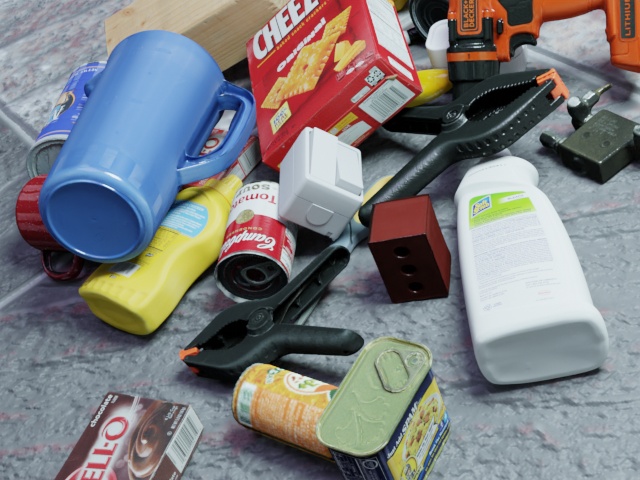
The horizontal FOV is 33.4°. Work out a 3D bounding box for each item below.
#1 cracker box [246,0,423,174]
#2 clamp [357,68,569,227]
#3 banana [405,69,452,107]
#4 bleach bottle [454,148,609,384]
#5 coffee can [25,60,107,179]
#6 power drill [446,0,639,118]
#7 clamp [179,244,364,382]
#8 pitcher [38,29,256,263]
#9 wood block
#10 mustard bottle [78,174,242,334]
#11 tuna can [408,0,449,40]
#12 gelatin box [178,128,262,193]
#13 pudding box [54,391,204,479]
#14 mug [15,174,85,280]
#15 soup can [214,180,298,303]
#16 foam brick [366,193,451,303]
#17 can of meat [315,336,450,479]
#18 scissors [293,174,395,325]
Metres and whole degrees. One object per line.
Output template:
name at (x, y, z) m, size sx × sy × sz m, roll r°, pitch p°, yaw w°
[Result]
cracker box at (0.005, -0.181, 1.100) m, size 0.164 × 0.072 × 0.214 m, roll -39°, pitch 39°, yaw 25°
clamp at (0.126, -0.107, 0.984) m, size 0.210 × 0.036 × 0.164 m, roll -28°, pitch 33°, yaw 24°
banana at (0.061, -0.174, 1.134) m, size 0.198 × 0.037 × 0.070 m, roll 34°, pitch 103°, yaw 45°
bleach bottle at (0.166, 0.003, 0.887) m, size 0.103 × 0.068 × 0.250 m, roll -13°, pitch 39°, yaw 13°
coffee can at (-0.254, -0.118, 1.185) m, size 0.103 × 0.103 × 0.140 m, roll -7°, pitch 43°, yaw 19°
power drill at (0.212, -0.192, 1.013) m, size 0.188 × 0.184 × 0.057 m, roll 0°, pitch 10°, yaw 17°
clamp at (-0.038, 0.080, 0.902) m, size 0.171 × 0.039 × 0.120 m, roll -32°, pitch 32°, yaw 9°
pitcher at (-0.170, -0.091, 1.032) m, size 0.149 × 0.145 × 0.242 m, roll -34°, pitch 25°, yaw 32°
wood block at (-0.139, -0.250, 1.231) m, size 0.206 × 0.090 × 0.090 m, roll -26°, pitch 56°, yaw 21°
mustard bottle at (-0.139, 0.003, 1.032) m, size 0.096 × 0.058 × 0.191 m, roll 11°, pitch 51°, yaw 42°
tuna can at (0.138, -0.247, 1.154) m, size 0.086 × 0.086 × 0.033 m, roll 18°, pitch 56°, yaw 38°
gelatin box at (-0.114, -0.079, 1.133) m, size 0.073 × 0.030 × 0.089 m, roll 14°, pitch 52°, yaw 36°
pudding box at (-0.158, 0.181, 0.861) m, size 0.090 × 0.039 × 0.113 m, roll 4°, pitch 47°, yaw 30°
mug at (-0.260, -0.016, 1.101) m, size 0.082 × 0.093 × 0.117 m, roll 2°, pitch 82°, yaw 33°
soup can at (-0.056, 0.001, 0.989) m, size 0.069 × 0.068 × 0.102 m, roll -9°, pitch 41°, yaw 16°
foam brick at (0.077, 0.008, 0.911) m, size 0.053 × 0.078 × 0.051 m, roll -10°, pitch 42°, yaw 18°
can of meat at (0.050, 0.136, 0.777) m, size 0.058 × 0.084 × 0.102 m, roll 10°, pitch 50°, yaw 34°
scissors at (0.005, 0.004, 0.997) m, size 0.096 × 0.016 × 0.201 m, roll 19°, pitch 56°, yaw 41°
